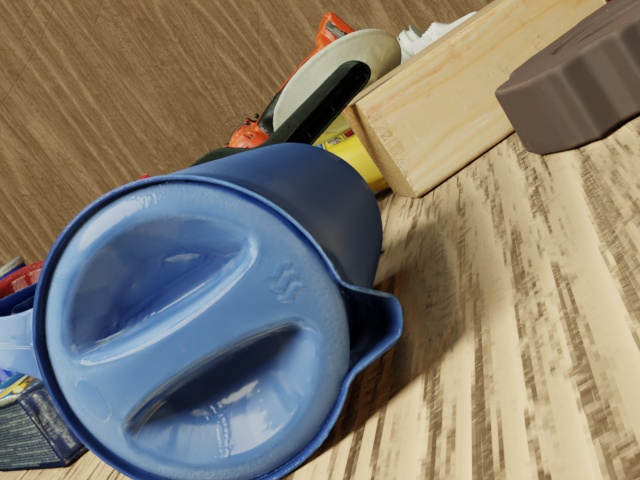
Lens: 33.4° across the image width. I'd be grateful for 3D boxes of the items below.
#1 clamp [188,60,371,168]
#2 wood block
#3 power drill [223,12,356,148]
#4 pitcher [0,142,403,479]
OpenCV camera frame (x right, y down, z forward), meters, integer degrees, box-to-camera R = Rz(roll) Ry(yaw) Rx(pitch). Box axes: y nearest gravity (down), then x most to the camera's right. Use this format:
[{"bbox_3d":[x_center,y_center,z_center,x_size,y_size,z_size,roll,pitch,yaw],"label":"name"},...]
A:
[{"bbox_3d":[-0.045,-0.029,0.789,0.210,0.036,0.164,-24,53,22],"label":"clamp"},{"bbox_3d":[0.128,-0.129,0.856,0.206,0.090,0.091,-35,8,-4],"label":"wood block"},{"bbox_3d":[-0.028,-0.151,1.124,0.188,0.057,0.184,-52,10,8],"label":"power drill"},{"bbox_3d":[-0.044,0.017,0.534,0.145,0.149,0.242,-52,0,15],"label":"pitcher"}]
